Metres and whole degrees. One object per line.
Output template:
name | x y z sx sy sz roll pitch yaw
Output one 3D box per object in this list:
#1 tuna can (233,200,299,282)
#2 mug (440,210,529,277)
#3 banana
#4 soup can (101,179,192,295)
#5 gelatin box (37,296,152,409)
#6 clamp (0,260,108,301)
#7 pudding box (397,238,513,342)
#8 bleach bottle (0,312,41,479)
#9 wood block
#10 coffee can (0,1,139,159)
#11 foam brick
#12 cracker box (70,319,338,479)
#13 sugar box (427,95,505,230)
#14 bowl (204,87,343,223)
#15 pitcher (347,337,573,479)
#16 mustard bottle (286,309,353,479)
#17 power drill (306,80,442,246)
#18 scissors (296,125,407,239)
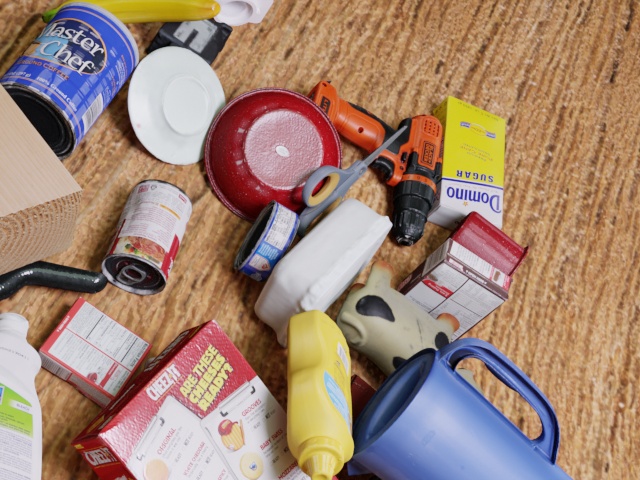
tuna can | -0.058 0.001 1.149 0.033 0.086 0.086 30 53 -13
mug | 0.181 0.028 1.273 0.081 0.093 0.117 39 88 2
banana | -0.210 -0.260 1.209 0.198 0.037 0.069 -5 34 0
soup can | -0.177 -0.004 1.098 0.068 0.069 0.102 25 53 -14
gelatin box | -0.219 0.109 1.033 0.089 0.030 0.073 35 50 -6
clamp | -0.294 0.025 1.032 0.171 0.039 0.120 -28 64 -33
pudding box | 0.149 0.059 1.212 0.090 0.114 0.039 32 49 -10
bleach bottle | -0.283 0.180 0.934 0.102 0.068 0.251 32 43 -37
wood block | -0.324 -0.077 1.018 0.090 0.090 0.206 -25 63 -37
coffee can | -0.268 -0.168 1.120 0.102 0.103 0.140 33 52 -8
foam brick | 0.027 0.190 1.108 0.051 0.053 0.078 39 53 -4
cracker box | -0.100 0.209 0.987 0.213 0.072 0.164 53 50 -11
sugar box | 0.187 -0.092 1.364 0.093 0.048 0.176 19 54 -19
bowl | -0.046 -0.097 1.191 0.162 0.055 0.162 1 85 -14
pitcher | 0.160 0.219 1.034 0.243 0.149 0.144 40 55 -6
mustard bottle | 0.000 0.156 1.004 0.191 0.058 0.096 -92 164 -58
power drill | 0.058 -0.099 1.291 0.187 0.057 0.184 23 57 -18
scissors | 0.035 -0.085 1.199 0.016 0.096 0.201 32 70 23
